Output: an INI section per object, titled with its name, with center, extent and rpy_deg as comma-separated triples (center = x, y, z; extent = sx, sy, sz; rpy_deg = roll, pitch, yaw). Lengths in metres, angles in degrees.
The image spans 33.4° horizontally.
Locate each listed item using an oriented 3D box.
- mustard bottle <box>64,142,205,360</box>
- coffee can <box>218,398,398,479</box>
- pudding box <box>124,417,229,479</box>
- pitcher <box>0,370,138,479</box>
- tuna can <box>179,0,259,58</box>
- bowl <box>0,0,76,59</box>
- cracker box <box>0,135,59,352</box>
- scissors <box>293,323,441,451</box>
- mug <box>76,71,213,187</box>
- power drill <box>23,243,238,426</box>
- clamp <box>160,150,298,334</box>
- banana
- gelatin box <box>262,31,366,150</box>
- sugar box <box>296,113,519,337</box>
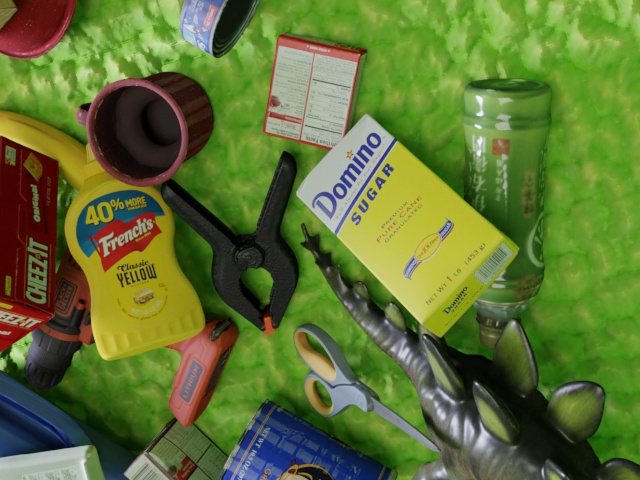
[mustard bottle]
center = -0.173, 0.003, 0.944
extent = 0.096, 0.058, 0.191
rpy_deg = -16, 82, -14
[coffee can]
center = -0.014, 0.224, 0.985
extent = 0.140, 0.102, 0.103
rpy_deg = 29, 113, 6
[pudding box]
center = -0.121, 0.231, 1.027
extent = 0.113, 0.090, 0.039
rpy_deg = 45, 112, 0
[pitcher]
center = -0.268, 0.222, 1.047
extent = 0.243, 0.149, 0.145
rpy_deg = 28, 88, 3
[tuna can]
center = -0.080, -0.196, 0.876
extent = 0.034, 0.086, 0.086
rpy_deg = 30, 113, 7
[bowl]
center = -0.287, -0.233, 0.922
extent = 0.162, 0.055, 0.162
rpy_deg = 12, 113, 30
[cracker box]
center = -0.323, 0.030, 0.969
extent = 0.214, 0.072, 0.164
rpy_deg = -30, 54, 34
[scissors]
center = 0.035, 0.149, 0.935
extent = 0.202, 0.016, 0.096
rpy_deg = 44, 142, 40
[mug]
center = -0.155, -0.103, 0.932
extent = 0.117, 0.081, 0.093
rpy_deg = 9, 110, 14
[power drill]
center = -0.186, 0.100, 1.021
extent = 0.188, 0.057, 0.185
rpy_deg = 28, 113, 6
[clamp]
center = -0.056, 0.001, 0.953
extent = 0.120, 0.039, 0.171
rpy_deg = -18, 116, 13
[banana]
center = -0.267, -0.081, 1.001
extent = 0.198, 0.037, 0.070
rpy_deg = 18, 130, 12
[gelatin box]
center = -0.005, -0.126, 0.907
extent = 0.073, 0.030, 0.089
rpy_deg = 14, 111, 11
[sugar box]
center = 0.065, -0.016, 0.851
extent = 0.093, 0.048, 0.176
rpy_deg = -48, 57, 4
